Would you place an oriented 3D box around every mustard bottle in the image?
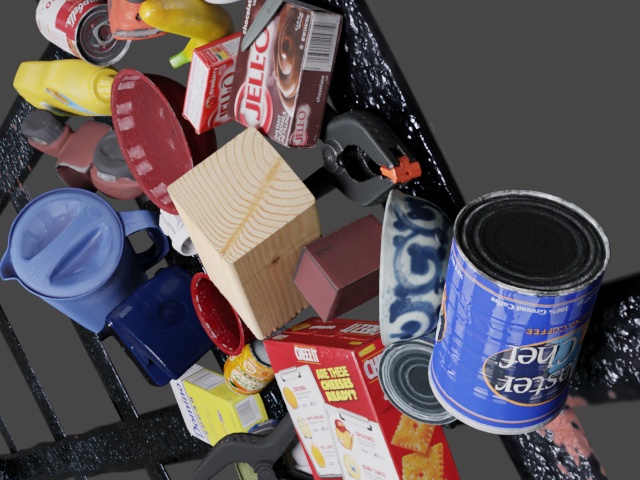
[{"bbox_3d":[-0.275,-0.175,1.224,0.192,0.096,0.058,11,78,54],"label":"mustard bottle"}]

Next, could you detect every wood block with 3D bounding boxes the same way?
[{"bbox_3d":[-0.056,0.001,0.943,0.090,0.090,0.206,50,169,20],"label":"wood block"}]

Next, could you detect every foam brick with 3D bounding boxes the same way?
[{"bbox_3d":[0.025,0.023,0.916,0.053,0.078,0.051,52,149,24],"label":"foam brick"}]

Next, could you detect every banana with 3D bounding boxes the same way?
[{"bbox_3d":[-0.110,-0.183,0.940,0.037,0.069,0.198,61,178,4],"label":"banana"}]

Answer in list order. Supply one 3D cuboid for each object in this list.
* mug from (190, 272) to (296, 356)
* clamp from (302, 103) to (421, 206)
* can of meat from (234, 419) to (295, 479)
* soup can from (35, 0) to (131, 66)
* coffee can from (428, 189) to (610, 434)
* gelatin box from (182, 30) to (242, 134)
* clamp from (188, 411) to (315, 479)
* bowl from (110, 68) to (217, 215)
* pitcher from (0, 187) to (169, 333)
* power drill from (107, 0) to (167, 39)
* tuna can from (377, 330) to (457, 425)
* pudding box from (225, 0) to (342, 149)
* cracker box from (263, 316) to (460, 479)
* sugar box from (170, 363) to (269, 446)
[{"bbox_3d":[-0.080,0.061,1.107,0.117,0.081,0.093,-17,98,60],"label":"mug"},{"bbox_3d":[0.016,-0.082,0.888,0.172,0.039,0.120,8,118,52],"label":"clamp"},{"bbox_3d":[-0.054,0.263,1.216,0.084,0.057,0.102,-74,-36,-79],"label":"can of meat"},{"bbox_3d":[-0.261,-0.237,1.173,0.102,0.068,0.068,32,138,44],"label":"soup can"},{"bbox_3d":[0.134,0.051,0.739,0.103,0.102,0.140,41,143,34],"label":"coffee can"},{"bbox_3d":[-0.082,-0.143,0.957,0.030,0.073,0.089,50,148,22],"label":"gelatin box"},{"bbox_3d":[-0.052,0.232,1.139,0.210,0.036,0.164,-10,102,16],"label":"clamp"},{"bbox_3d":[-0.156,-0.110,1.119,0.162,0.055,0.162,38,142,38],"label":"bowl"},{"bbox_3d":[-0.271,0.034,1.303,0.149,0.145,0.243,21,165,9],"label":"pitcher"},{"bbox_3d":[-0.178,-0.294,0.973,0.188,0.057,0.184,90,170,-50],"label":"power drill"},{"bbox_3d":[0.092,0.110,0.890,0.086,0.033,0.086,15,122,25],"label":"tuna can"},{"bbox_3d":[-0.031,-0.142,0.879,0.090,0.039,0.113,30,113,44],"label":"pudding box"},{"bbox_3d":[0.046,0.182,1.015,0.164,0.072,0.214,-3,110,58],"label":"cracker box"},{"bbox_3d":[-0.124,0.216,1.336,0.177,0.048,0.093,6,118,55],"label":"sugar box"}]
